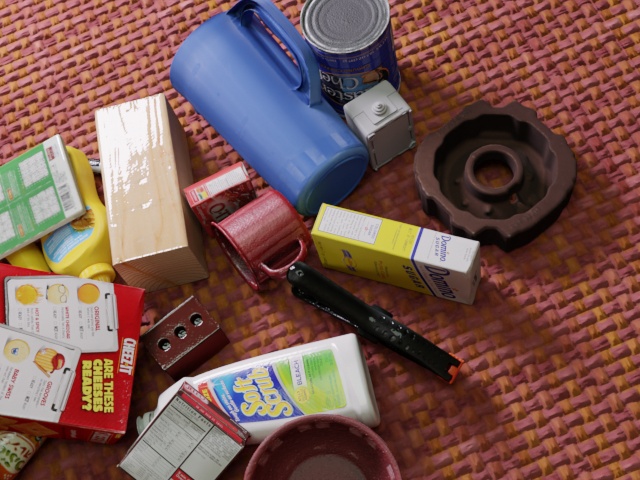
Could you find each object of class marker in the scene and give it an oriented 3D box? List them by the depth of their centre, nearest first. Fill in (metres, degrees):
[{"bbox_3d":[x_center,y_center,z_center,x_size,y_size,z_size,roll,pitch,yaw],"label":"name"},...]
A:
[{"bbox_3d":[-0.312,-0.096,1.322,0.121,0.020,0.020,7,66,13],"label":"marker"}]

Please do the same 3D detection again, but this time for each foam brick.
[{"bbox_3d":[-0.149,0.109,1.178,0.078,0.051,0.053,-39,65,-9],"label":"foam brick"}]

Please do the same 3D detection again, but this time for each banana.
[{"bbox_3d":[-0.385,0.009,1.279,0.198,0.037,0.069,23,92,21],"label":"banana"}]

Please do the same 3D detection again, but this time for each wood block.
[{"bbox_3d":[-0.198,-0.055,1.243,0.090,0.091,0.206,-14,63,4],"label":"wood block"}]

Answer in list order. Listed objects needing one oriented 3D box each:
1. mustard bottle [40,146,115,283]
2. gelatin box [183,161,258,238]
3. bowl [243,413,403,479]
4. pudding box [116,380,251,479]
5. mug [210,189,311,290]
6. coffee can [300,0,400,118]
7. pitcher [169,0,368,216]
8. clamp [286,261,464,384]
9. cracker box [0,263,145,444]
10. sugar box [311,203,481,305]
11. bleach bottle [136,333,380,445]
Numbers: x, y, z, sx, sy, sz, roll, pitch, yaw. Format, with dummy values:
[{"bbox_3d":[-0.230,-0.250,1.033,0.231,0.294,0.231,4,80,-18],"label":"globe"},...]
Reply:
[{"bbox_3d":[-0.287,-0.012,1.253,0.096,0.058,0.192,-37,63,15],"label":"mustard bottle"},{"bbox_3d":[-0.109,-0.044,1.223,0.073,0.089,0.030,-26,64,-3],"label":"gelatin box"},{"bbox_3d":[0.004,0.257,1.069,0.162,0.055,0.162,-2,74,5],"label":"bowl"},{"bbox_3d":[-0.139,0.214,1.091,0.090,0.039,0.114,40,106,0],"label":"pudding box"},{"bbox_3d":[-0.058,0.001,1.188,0.081,0.093,0.117,-35,41,-13],"label":"mug"},{"bbox_3d":[0.038,-0.221,1.253,0.103,0.140,0.103,-4,64,8],"label":"coffee can"},{"bbox_3d":[-0.052,-0.153,1.235,0.145,0.149,0.243,-40,69,-3],"label":"pitcher"},{"bbox_3d":[0.052,0.086,1.129,0.210,0.164,0.036,31,84,-2],"label":"clamp"},{"bbox_3d":[-0.305,0.118,1.128,0.213,0.072,0.164,11,65,-15],"label":"cracker box"},{"bbox_3d":[0.084,0.016,1.158,0.176,0.093,0.048,16,69,17],"label":"sugar box"},{"bbox_3d":[-0.070,0.176,1.128,0.251,0.068,0.102,-16,67,6],"label":"bleach bottle"}]
